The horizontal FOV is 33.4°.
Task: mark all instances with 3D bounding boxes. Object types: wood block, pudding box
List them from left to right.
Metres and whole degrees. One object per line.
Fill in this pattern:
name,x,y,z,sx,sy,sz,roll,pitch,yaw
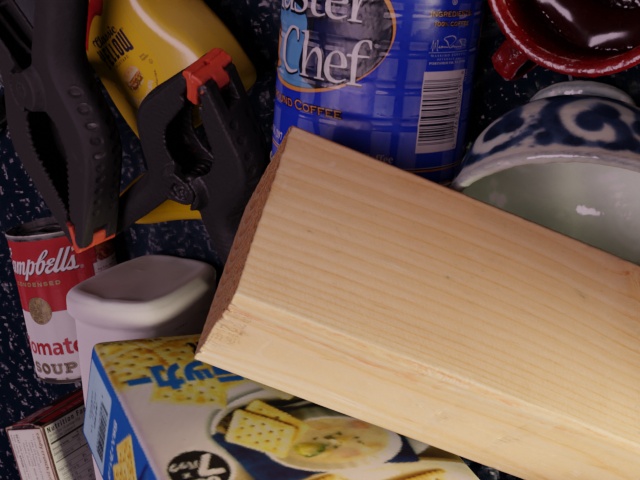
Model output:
pudding box,-0.160,0.162,0.738,0.039,0.089,0.113,-10,99,33
wood block,0.058,0.039,0.499,0.206,0.090,0.090,21,152,-8

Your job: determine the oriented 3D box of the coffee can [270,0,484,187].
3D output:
coffee can,0.030,-0.105,0.533,0.103,0.102,0.140,15,112,27

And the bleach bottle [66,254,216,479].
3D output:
bleach bottle,-0.110,0.142,0.693,0.068,0.102,0.251,9,108,23

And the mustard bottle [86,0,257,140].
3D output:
mustard bottle,-0.122,-0.149,0.617,0.191,0.058,0.096,55,142,-7

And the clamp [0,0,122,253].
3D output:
clamp,-0.163,-0.096,0.611,0.165,0.036,0.210,18,125,43

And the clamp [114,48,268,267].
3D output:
clamp,-0.060,-0.027,0.595,0.120,0.039,0.172,30,144,4

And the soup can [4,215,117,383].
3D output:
soup can,-0.168,0.037,0.719,0.069,0.068,0.102,0,105,32
